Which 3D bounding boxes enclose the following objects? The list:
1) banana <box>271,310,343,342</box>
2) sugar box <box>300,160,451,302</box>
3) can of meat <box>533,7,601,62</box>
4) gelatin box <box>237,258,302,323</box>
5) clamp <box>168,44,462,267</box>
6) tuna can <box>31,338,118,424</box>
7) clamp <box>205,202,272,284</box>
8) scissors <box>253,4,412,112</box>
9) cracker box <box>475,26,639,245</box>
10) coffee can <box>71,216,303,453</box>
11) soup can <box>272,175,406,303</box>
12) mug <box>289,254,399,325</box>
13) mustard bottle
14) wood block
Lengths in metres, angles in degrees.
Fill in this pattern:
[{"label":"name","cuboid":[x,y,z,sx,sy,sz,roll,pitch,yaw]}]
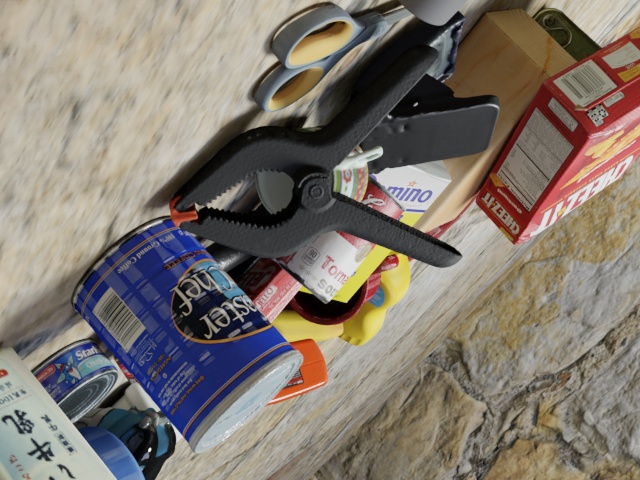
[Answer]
[{"label":"banana","cuboid":[-0.059,0.096,1.117,0.197,0.070,0.037,-1,105,-51]},{"label":"sugar box","cuboid":[0.033,-0.020,1.004,0.093,0.048,0.176,15,131,-33]},{"label":"can of meat","cuboid":[0.258,-0.187,1.105,0.057,0.102,0.083,-47,168,14]},{"label":"gelatin box","cuboid":[-0.050,0.037,0.953,0.073,0.030,0.089,-48,-159,-16]},{"label":"clamp","cuboid":[-0.002,-0.050,0.747,0.210,0.164,0.036,-5,-161,-8]},{"label":"tuna can","cuboid":[-0.205,0.120,0.857,0.086,0.034,0.086,-40,167,-12]},{"label":"clamp","cuboid":[-0.056,0.001,0.912,0.171,0.039,0.120,-38,174,-21]},{"label":"scissors","cuboid":[0.021,-0.136,0.752,0.096,0.016,0.201,-49,165,32]},{"label":"cracker box","cuboid":[0.253,-0.100,1.001,0.164,0.072,0.214,-31,162,-22]},{"label":"coffee can","cuboid":[-0.096,0.067,0.773,0.102,0.140,0.103,-40,167,-12]},{"label":"soup can","cuboid":[0.012,-0.008,0.874,0.102,0.068,0.068,-50,167,-1]},{"label":"mug","cuboid":[0.027,0.034,1.127,0.117,0.093,0.081,-18,180,20]},{"label":"mustard bottle","cuboid":[0.052,0.040,1.225,0.058,0.096,0.192,-33,164,-34]},{"label":"wood block","cuboid":[0.142,-0.112,1.024,0.090,0.090,0.206,-22,156,-54]}]
